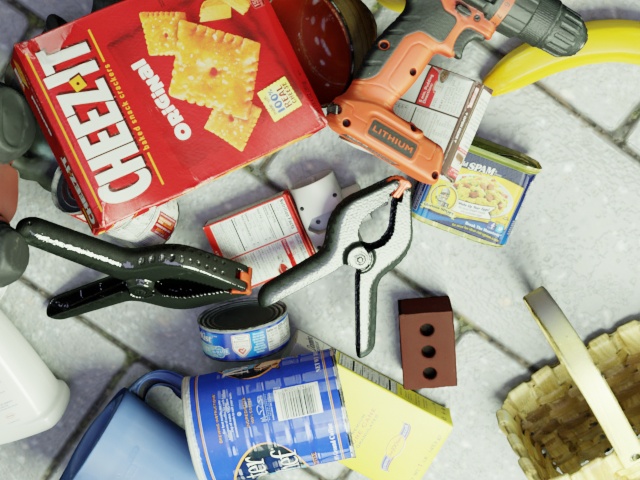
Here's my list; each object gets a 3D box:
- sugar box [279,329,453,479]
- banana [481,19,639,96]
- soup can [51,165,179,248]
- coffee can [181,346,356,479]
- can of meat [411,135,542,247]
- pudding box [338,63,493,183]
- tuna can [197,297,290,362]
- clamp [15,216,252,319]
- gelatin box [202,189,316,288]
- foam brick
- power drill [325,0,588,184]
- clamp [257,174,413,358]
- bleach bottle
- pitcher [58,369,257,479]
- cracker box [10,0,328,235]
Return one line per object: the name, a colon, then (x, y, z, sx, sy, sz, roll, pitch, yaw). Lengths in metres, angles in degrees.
sugar box: (0.031, 0.170, 1.047, 0.176, 0.048, 0.093, 27, 104, -6)
banana: (0.244, -0.162, 0.954, 0.198, 0.037, 0.070, 1, 104, 2)
soup can: (-0.183, -0.036, 0.963, 0.068, 0.068, 0.102, -39, 144, 11)
coffee can: (-0.046, 0.160, 0.966, 0.140, 0.103, 0.103, -12, 104, 0)
can of meat: (0.139, -0.049, 0.979, 0.102, 0.057, 0.084, 20, 107, -3)
pudding box: (0.082, -0.111, 0.938, 0.114, 0.039, 0.090, 24, 93, 34)
tuna can: (-0.071, 0.084, 1.007, 0.086, 0.086, 0.034, -6, 106, 4)
clamp: (-0.170, 0.037, 0.989, 0.210, 0.036, 0.165, 6, 150, -7)
gelatin box: (-0.056, 0.001, 1.013, 0.089, 0.030, 0.073, -22, 102, 9)
foam brick: (0.102, 0.098, 1.021, 0.053, 0.051, 0.078, -5, 105, 4)
power drill: (0.104, -0.143, 0.864, 0.184, 0.057, 0.187, 28, 90, -7)
clamp: (0.021, 0.014, 0.963, 0.120, 0.039, 0.171, 19, 98, -20)
bleach bottle: (-0.340, 0.077, 0.995, 0.103, 0.068, 0.250, -18, 118, 15)
pitcher: (-0.125, 0.250, 1.041, 0.242, 0.145, 0.149, 34, 116, -10)
cracker box: (-0.124, -0.123, 0.890, 0.213, 0.072, 0.164, -26, 93, -18)
